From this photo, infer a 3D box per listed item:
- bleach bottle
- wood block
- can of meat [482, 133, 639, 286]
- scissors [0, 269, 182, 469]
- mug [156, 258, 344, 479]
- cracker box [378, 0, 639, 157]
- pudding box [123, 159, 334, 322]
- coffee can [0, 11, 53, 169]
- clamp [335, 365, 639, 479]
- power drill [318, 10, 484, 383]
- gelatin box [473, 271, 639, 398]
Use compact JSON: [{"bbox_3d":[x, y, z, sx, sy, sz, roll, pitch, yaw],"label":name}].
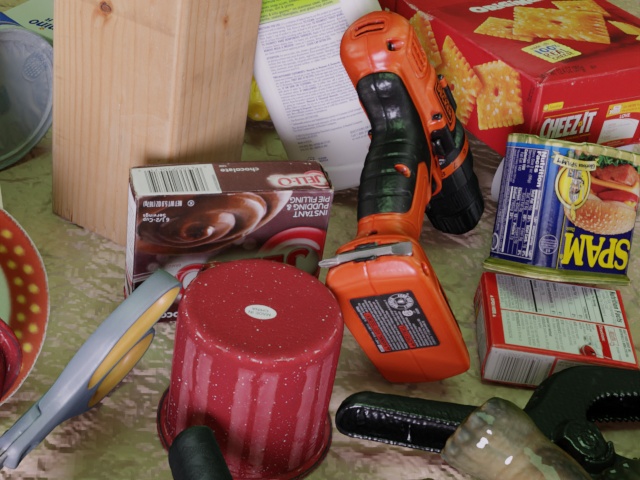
[{"bbox_3d":[-0.006,-0.151,0.680,0.102,0.251,0.068,-15,36,8],"label":"bleach bottle"},{"bbox_3d":[-0.099,-0.103,0.640,0.091,0.206,0.090,25,38,18],"label":"wood block"},{"bbox_3d":[0.154,-0.018,0.663,0.101,0.084,0.058,5,5,-40],"label":"can of meat"},{"bbox_3d":[-0.137,0.094,0.510,0.016,0.096,0.201,39,73,6],"label":"scissors"},{"bbox_3d":[-0.038,0.056,0.544,0.093,0.081,0.117,-8,40,-24],"label":"mug"},{"bbox_3d":[0.145,-0.142,0.780,0.163,0.072,0.214,-13,39,-29],"label":"cracker box"},{"bbox_3d":[-0.054,0.001,0.610,0.113,0.090,0.039,-1,36,-15],"label":"pudding box"},{"bbox_3d":[-0.255,-0.121,0.713,0.140,0.103,0.102,34,42,29],"label":"coffee can"},{"bbox_3d":[0.131,0.121,0.538,0.209,0.036,0.165,-10,48,-30],"label":"clamp"},{"bbox_3d":[0.056,-0.014,0.629,0.057,0.184,0.187,-13,47,21],"label":"power drill"},{"bbox_3d":[0.139,0.056,0.634,0.089,0.030,0.073,9,35,-2],"label":"gelatin box"}]
